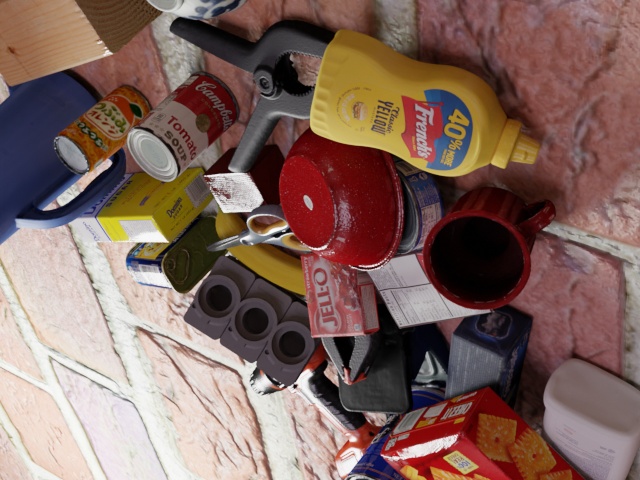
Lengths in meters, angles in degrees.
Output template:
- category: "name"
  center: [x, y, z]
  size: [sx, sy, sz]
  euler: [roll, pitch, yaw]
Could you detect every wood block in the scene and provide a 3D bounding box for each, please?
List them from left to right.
- category: "wood block"
  center: [-0.266, -0.233, 1.095]
  size: [0.207, 0.090, 0.090]
  euler: [-3, 128, 47]

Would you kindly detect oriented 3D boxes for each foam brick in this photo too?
- category: "foam brick"
  center: [-0.075, -0.065, 1.129]
  size: [0.078, 0.051, 0.053]
  euler: [2, 129, 44]

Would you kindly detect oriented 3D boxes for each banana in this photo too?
- category: "banana"
  center: [-0.050, 0.020, 1.214]
  size: [0.198, 0.037, 0.070]
  euler: [33, 148, 13]

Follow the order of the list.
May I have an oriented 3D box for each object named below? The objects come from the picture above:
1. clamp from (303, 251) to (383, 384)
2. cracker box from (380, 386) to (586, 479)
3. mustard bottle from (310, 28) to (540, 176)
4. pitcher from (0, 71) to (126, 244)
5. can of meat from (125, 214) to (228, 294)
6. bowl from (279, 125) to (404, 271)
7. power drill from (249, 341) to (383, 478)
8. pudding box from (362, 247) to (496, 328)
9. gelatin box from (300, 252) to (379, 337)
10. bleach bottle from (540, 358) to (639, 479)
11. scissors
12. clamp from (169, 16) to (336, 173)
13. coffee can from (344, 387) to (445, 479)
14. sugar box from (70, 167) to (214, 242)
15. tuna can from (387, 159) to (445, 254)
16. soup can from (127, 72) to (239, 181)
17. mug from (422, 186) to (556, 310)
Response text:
- category: "clamp"
  center: [0.023, 0.065, 1.142]
  size: [0.120, 0.039, 0.171]
  euler: [16, 107, 48]
- category: "cracker box"
  center: [0.187, 0.259, 1.111]
  size: [0.213, 0.072, 0.164]
  euler: [45, 148, -7]
- category: "mustard bottle"
  center: [0.090, -0.104, 0.894]
  size: [0.192, 0.058, 0.096]
  euler: [20, 131, 8]
- category: "pitcher"
  center: [-0.351, -0.074, 1.222]
  size: [0.149, 0.242, 0.145]
  euler: [-1, 130, 47]
- category: "can of meat"
  center: [-0.172, 0.014, 1.273]
  size: [0.084, 0.102, 0.057]
  euler: [5, 133, 45]
- category: "bowl"
  center: [0.008, -0.042, 1.011]
  size: [0.162, 0.055, 0.162]
  euler: [30, 129, 46]
- category: "power drill"
  center: [-0.004, 0.211, 1.353]
  size: [0.187, 0.057, 0.185]
  euler: [48, 149, 2]
- category: "pudding box"
  center: [0.109, 0.036, 1.051]
  size: [0.114, 0.039, 0.090]
  euler: [-12, 122, 35]
- category: "gelatin box"
  center: [0.020, 0.054, 1.096]
  size: [0.073, 0.030, 0.089]
  euler: [-7, 89, 42]
- category: "bleach bottle"
  center: [0.268, 0.229, 1.114]
  size: [0.103, 0.068, 0.251]
  euler: [27, 147, 21]
- category: "scissors"
  center: [-0.058, 0.001, 1.161]
  size: [0.096, 0.016, 0.202]
  euler: [22, 160, -13]
- category: "clamp"
  center: [-0.050, -0.161, 0.998]
  size: [0.210, 0.036, 0.164]
  euler: [-17, 106, 44]
- category: "coffee can"
  center: [0.107, 0.253, 1.231]
  size: [0.103, 0.140, 0.103]
  euler: [27, 144, 21]
- category: "sugar box"
  center: [-0.212, -0.041, 1.257]
  size: [0.177, 0.093, 0.048]
  euler: [2, 130, 44]
- category: "tuna can"
  center: [0.079, -0.033, 0.998]
  size: [0.086, 0.033, 0.086]
  euler: [39, 139, 46]
- category: "soup can"
  center: [-0.140, -0.116, 1.090]
  size: [0.069, 0.102, 0.068]
  euler: [27, 144, 21]
- category: "mug"
  center: [0.153, -0.003, 0.933]
  size: [0.117, 0.081, 0.093]
  euler: [-33, 98, 29]
